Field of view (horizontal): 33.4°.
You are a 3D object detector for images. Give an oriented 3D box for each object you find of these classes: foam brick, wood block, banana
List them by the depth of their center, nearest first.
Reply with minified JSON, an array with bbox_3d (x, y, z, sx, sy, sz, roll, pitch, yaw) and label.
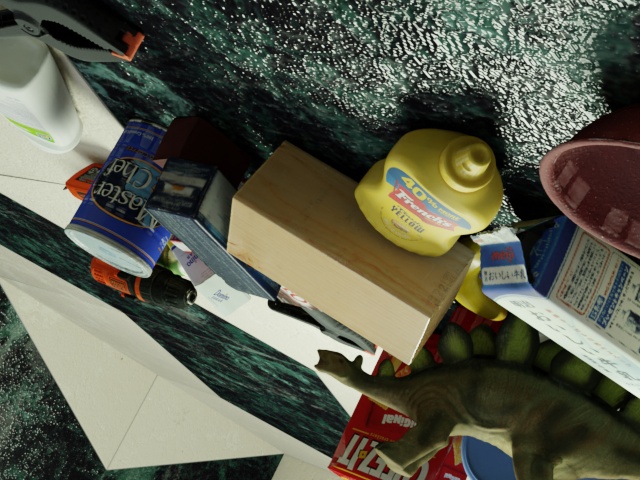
[{"bbox_3d":[0.025,0.010,0.983,0.206,0.090,0.091,31,147,13],"label":"wood block"},{"bbox_3d":[0.152,0.038,1.043,0.070,0.037,0.198,23,164,15],"label":"banana"},{"bbox_3d":[-0.119,-0.082,1.075,0.078,0.051,0.053,37,161,-32],"label":"foam brick"}]

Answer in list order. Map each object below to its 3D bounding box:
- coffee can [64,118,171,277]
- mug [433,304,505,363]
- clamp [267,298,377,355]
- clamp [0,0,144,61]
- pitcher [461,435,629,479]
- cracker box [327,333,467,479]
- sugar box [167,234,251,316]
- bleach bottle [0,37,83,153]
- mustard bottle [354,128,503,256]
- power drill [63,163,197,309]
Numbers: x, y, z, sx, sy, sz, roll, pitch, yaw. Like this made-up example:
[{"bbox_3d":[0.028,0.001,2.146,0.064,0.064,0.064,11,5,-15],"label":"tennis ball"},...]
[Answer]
[{"bbox_3d":[-0.197,-0.045,1.153,0.103,0.140,0.103,25,164,7],"label":"coffee can"},{"bbox_3d":[0.184,0.130,1.199,0.117,0.081,0.093,28,164,-3],"label":"mug"},{"bbox_3d":[0.016,0.113,1.497,0.171,0.039,0.120,25,170,-14],"label":"clamp"},{"bbox_3d":[-0.255,-0.206,0.932,0.210,0.036,0.164,19,163,20],"label":"clamp"},{"bbox_3d":[0.275,0.241,1.221,0.145,0.149,0.242,23,-177,41],"label":"pitcher"},{"bbox_3d":[0.124,0.223,1.344,0.164,0.213,0.072,11,157,45],"label":"cracker box"},{"bbox_3d":[-0.154,0.002,1.263,0.176,0.048,0.093,56,-179,32],"label":"sugar box"},{"bbox_3d":[-0.318,-0.153,1.157,0.102,0.068,0.251,26,166,5],"label":"bleach bottle"},{"bbox_3d":[0.093,-0.042,0.848,0.096,0.058,0.192,39,163,-2],"label":"mustard bottle"},{"bbox_3d":[-0.248,-0.001,1.385,0.185,0.057,0.187,14,131,35],"label":"power drill"}]
